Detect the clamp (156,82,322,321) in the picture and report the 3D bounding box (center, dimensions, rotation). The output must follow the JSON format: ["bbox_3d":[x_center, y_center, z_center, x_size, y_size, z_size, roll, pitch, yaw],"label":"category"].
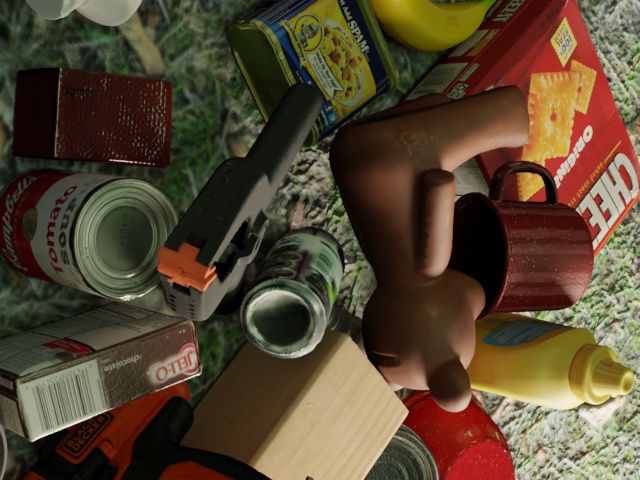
[{"bbox_3d":[-0.054,0.001,0.621,0.209,0.036,0.165,-58,170,-68],"label":"clamp"}]

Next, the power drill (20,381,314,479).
[{"bbox_3d":[-0.097,0.166,0.603,0.184,0.188,0.057,-51,142,-24],"label":"power drill"}]

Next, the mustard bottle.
[{"bbox_3d":[0.145,0.085,0.790,0.096,0.192,0.058,-8,100,-39],"label":"mustard bottle"}]

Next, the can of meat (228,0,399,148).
[{"bbox_3d":[-0.005,-0.125,0.729,0.083,0.058,0.102,-40,118,-27],"label":"can of meat"}]

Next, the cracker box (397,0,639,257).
[{"bbox_3d":[0.175,-0.076,0.875,0.164,0.072,0.213,-47,123,-25],"label":"cracker box"}]

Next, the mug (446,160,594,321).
[{"bbox_3d":[0.145,0.000,0.782,0.081,0.093,0.117,0,97,-25],"label":"mug"}]

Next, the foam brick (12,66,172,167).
[{"bbox_3d":[-0.133,-0.072,0.630,0.078,0.051,0.053,2,93,-40],"label":"foam brick"}]

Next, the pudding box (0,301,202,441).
[{"bbox_3d":[-0.140,0.071,0.617,0.113,0.090,0.039,-16,104,-37],"label":"pudding box"}]

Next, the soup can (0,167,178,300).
[{"bbox_3d":[-0.134,-0.005,0.604,0.068,0.102,0.068,-6,99,-39],"label":"soup can"}]

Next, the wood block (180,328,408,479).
[{"bbox_3d":[-0.046,0.160,0.706,0.206,0.091,0.090,-52,124,-23],"label":"wood block"}]

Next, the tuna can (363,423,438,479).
[{"bbox_3d":[0.044,0.177,0.793,0.086,0.034,0.086,0,90,-5],"label":"tuna can"}]

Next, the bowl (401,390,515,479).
[{"bbox_3d":[0.108,0.200,0.863,0.161,0.055,0.162,-5,98,-40],"label":"bowl"}]

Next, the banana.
[{"bbox_3d":[0.070,-0.176,0.777,0.197,0.037,0.070,4,105,-57],"label":"banana"}]
